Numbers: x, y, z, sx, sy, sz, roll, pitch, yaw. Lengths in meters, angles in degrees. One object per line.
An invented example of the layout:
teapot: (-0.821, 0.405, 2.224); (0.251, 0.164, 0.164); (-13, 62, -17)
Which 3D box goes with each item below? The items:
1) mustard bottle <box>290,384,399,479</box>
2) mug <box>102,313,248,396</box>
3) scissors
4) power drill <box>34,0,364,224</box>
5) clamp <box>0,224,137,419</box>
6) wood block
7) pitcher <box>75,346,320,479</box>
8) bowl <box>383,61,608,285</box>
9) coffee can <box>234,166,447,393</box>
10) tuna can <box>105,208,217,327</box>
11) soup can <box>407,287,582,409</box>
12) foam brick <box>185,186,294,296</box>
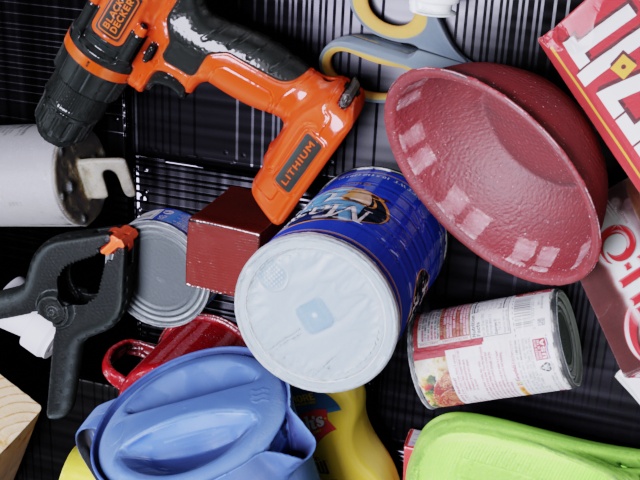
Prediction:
mustard bottle: (-0.012, 0.121, 0.769); (0.096, 0.058, 0.191); (-4, 120, 27)
mug: (-0.110, 0.108, 0.806); (0.117, 0.081, 0.093); (25, 117, 9)
scissors: (0.096, -0.121, 0.677); (0.202, 0.016, 0.096); (7, 113, 17)
power drill: (-0.080, -0.094, 0.698); (0.187, 0.057, 0.185); (35, 120, -7)
clamp: (-0.203, 0.044, 0.795); (0.120, 0.039, 0.172); (33, 112, -7)
wood block: (-0.303, 0.180, 0.861); (0.091, 0.090, 0.206); (38, 141, 3)
pitcher: (-0.059, 0.201, 0.732); (0.145, 0.149, 0.243); (-25, 121, -10)
bowl: (0.115, -0.051, 0.641); (0.162, 0.055, 0.162); (40, 158, 20)
coffee can: (0.018, 0.021, 0.691); (0.103, 0.140, 0.103); (7, 113, 17)
tuna can: (-0.116, 0.020, 0.800); (0.086, 0.033, 0.086); (7, 113, 17)
soup can: (0.117, 0.073, 0.717); (0.102, 0.068, 0.068); (-12, 106, 23)
foam brick: (-0.055, 0.001, 0.746); (0.053, 0.078, 0.051); (13, 113, 14)
